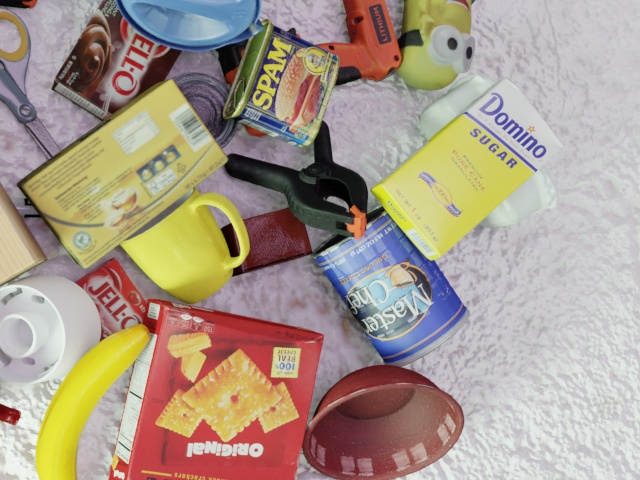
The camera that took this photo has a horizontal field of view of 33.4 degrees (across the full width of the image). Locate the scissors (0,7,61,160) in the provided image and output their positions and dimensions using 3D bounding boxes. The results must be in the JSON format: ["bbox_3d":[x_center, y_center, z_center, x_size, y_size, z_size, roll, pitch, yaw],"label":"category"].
[{"bbox_3d":[-0.275,-0.141,1.022,0.201,0.016,0.096,41,71,-12],"label":"scissors"}]

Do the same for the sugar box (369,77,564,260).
[{"bbox_3d":[0.144,-0.071,1.041,0.176,0.048,0.093,-41,95,-13],"label":"sugar box"}]

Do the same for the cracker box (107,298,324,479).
[{"bbox_3d":[-0.100,0.174,1.001,0.164,0.072,0.214,14,85,-23],"label":"cracker box"}]

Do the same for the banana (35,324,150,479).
[{"bbox_3d":[-0.216,0.160,0.969,0.069,0.037,0.198,13,104,-28],"label":"banana"}]

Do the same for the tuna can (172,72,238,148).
[{"bbox_3d":[-0.126,-0.124,1.067,0.086,0.034,0.086,3,82,-21],"label":"tuna can"}]

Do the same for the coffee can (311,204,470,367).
[{"bbox_3d":[0.071,0.044,1.084,0.102,0.103,0.140,-36,96,-21],"label":"coffee can"}]

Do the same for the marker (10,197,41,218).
[{"bbox_3d":[-0.237,-0.030,1.020,0.121,0.020,0.020,1,83,-21],"label":"marker"}]

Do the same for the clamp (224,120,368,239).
[{"bbox_3d":[-0.001,-0.064,1.062,0.120,0.039,0.172,-37,55,-23],"label":"clamp"}]

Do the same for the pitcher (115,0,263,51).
[{"bbox_3d":[-0.121,-0.315,1.009,0.145,0.149,0.243,0,57,4],"label":"pitcher"}]

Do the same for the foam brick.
[{"bbox_3d":[-0.057,0.001,1.067,0.078,0.053,0.051,-16,89,-23],"label":"foam brick"}]

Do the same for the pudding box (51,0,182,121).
[{"bbox_3d":[-0.197,-0.173,1.044,0.090,0.039,0.113,32,74,-16],"label":"pudding box"}]

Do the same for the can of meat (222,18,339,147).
[{"bbox_3d":[-0.037,-0.150,1.039,0.083,0.058,0.102,22,82,-21],"label":"can of meat"}]

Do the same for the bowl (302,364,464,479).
[{"bbox_3d":[0.058,0.173,1.058,0.162,0.162,0.055,9,41,-20],"label":"bowl"}]

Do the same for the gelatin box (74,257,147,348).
[{"bbox_3d":[-0.203,0.072,1.014,0.073,0.030,0.089,-35,96,-22],"label":"gelatin box"}]

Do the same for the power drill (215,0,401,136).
[{"bbox_3d":[-0.021,-0.215,1.109,0.187,0.057,0.184,-18,94,-19],"label":"power drill"}]
